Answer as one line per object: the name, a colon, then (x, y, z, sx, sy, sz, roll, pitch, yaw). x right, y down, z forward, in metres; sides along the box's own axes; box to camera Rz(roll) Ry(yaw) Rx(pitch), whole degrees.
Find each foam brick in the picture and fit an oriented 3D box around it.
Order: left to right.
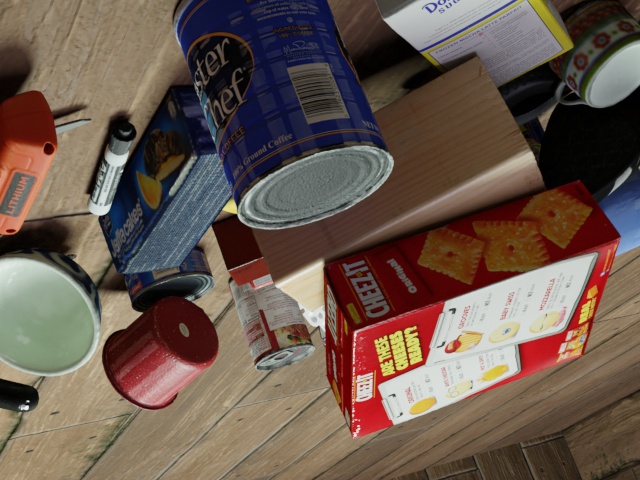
foam brick: (-0.057, 0.001, 1.023, 0.078, 0.051, 0.053, -20, 159, 0)

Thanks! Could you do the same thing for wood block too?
wood block: (0.054, -0.039, 0.809, 0.206, 0.091, 0.090, -27, 157, 10)

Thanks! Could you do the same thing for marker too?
marker: (-0.162, -0.056, 0.823, 0.020, 0.020, 0.121, -10, 158, -26)

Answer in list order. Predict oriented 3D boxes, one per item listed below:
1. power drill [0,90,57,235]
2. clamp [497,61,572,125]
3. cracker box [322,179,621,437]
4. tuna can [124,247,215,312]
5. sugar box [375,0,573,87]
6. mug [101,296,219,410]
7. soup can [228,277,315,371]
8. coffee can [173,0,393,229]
power drill: (-0.262, -0.059, 0.649, 0.187, 0.057, 0.185, 1, 146, -34)
clamp: (0.142, -0.117, 0.926, 0.171, 0.039, 0.120, -29, 164, 5)
cracker box: (0.111, 0.055, 0.831, 0.213, 0.072, 0.164, -18, 144, -12)
tuna can: (-0.150, 0.039, 1.057, 0.086, 0.034, 0.086, -18, 160, -7)
sugar box: (0.112, -0.164, 0.766, 0.093, 0.048, 0.176, -26, 156, 20)
mug: (-0.150, 0.103, 1.061, 0.082, 0.093, 0.117, -40, -176, 33)
soup can: (-0.054, 0.082, 1.160, 0.068, 0.102, 0.068, -18, 160, -7)
coffee can: (-0.025, -0.092, 0.679, 0.102, 0.140, 0.103, -18, 160, -7)
